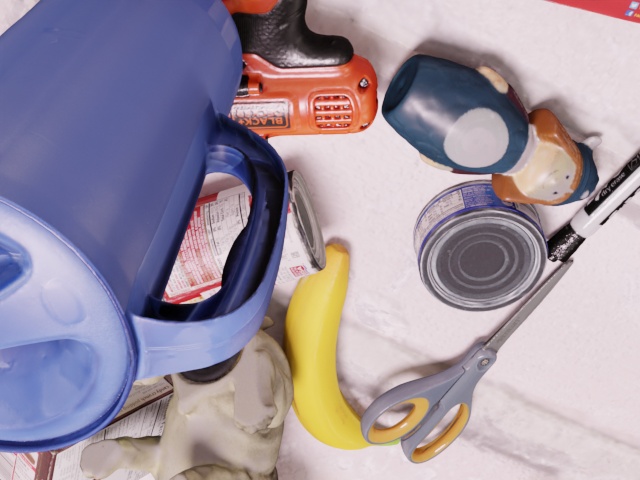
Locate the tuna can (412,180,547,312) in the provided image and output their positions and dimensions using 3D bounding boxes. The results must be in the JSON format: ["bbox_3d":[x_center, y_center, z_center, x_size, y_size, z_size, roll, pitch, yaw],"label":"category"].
[{"bbox_3d":[0.105,0.005,0.701,0.086,0.033,0.086,-1,126,-1],"label":"tuna can"}]

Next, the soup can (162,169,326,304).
[{"bbox_3d":[-0.054,0.001,0.673,0.102,0.068,0.068,-16,124,10],"label":"soup can"}]

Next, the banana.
[{"bbox_3d":[0.005,0.089,0.760,0.069,0.037,0.198,-29,130,-17],"label":"banana"}]

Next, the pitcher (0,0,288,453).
[{"bbox_3d":[-0.102,-0.033,0.477,0.145,0.242,0.149,-33,114,31],"label":"pitcher"}]

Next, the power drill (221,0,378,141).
[{"bbox_3d":[-0.063,-0.138,0.582,0.184,0.057,0.188,-1,127,4],"label":"power drill"}]

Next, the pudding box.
[{"bbox_3d":[-0.160,0.146,0.755,0.039,0.113,0.090,36,127,25],"label":"pudding box"}]

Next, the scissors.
[{"bbox_3d":[0.095,0.087,0.757,0.096,0.016,0.202,6,126,-29],"label":"scissors"}]
